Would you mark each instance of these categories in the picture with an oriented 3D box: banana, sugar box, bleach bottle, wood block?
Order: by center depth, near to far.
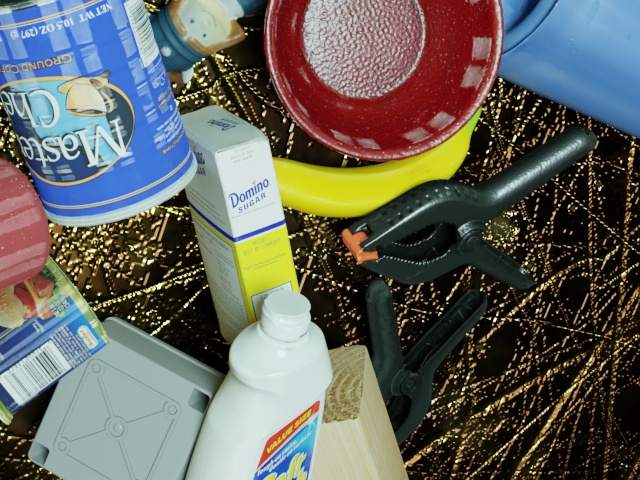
[{"bbox_3d":[-0.048,0.145,0.717,0.102,0.068,0.251,-20,133,-40],"label":"bleach bottle"},{"bbox_3d":[-0.055,0.001,0.748,0.048,0.093,0.176,-19,118,-21],"label":"sugar box"},{"bbox_3d":[0.036,-0.052,0.810,0.197,0.037,0.069,-17,108,-21],"label":"banana"},{"bbox_3d":[0.018,0.196,0.849,0.091,0.090,0.206,-11,120,13],"label":"wood block"}]

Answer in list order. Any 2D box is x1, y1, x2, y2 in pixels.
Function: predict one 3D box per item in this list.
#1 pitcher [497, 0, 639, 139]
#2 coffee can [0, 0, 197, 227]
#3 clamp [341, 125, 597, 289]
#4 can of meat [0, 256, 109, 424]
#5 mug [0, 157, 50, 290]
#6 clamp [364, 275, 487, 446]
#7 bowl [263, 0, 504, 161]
[{"bbox_3d":[0.219,-0.164,0.805,0.242,0.149,0.145,19,69,-36],"label":"pitcher"},{"bbox_3d":[-0.145,-0.094,0.657,0.102,0.103,0.140,-25,119,-17],"label":"coffee can"},{"bbox_3d":[0.116,-0.019,0.832,0.209,0.036,0.165,-4,131,-31],"label":"clamp"},{"bbox_3d":[-0.193,0.059,0.695,0.084,0.102,0.057,-36,123,-13],"label":"can of meat"},{"bbox_3d":[-0.227,0.003,0.662,0.081,0.093,0.117,-26,164,-43],"label":"mug"},{"bbox_3d":[0.060,0.105,0.882,0.120,0.039,0.171,20,100,-30],"label":"clamp"},{"bbox_3d":[0.036,-0.135,0.702,0.162,0.055,0.162,-3,103,-14],"label":"bowl"}]
